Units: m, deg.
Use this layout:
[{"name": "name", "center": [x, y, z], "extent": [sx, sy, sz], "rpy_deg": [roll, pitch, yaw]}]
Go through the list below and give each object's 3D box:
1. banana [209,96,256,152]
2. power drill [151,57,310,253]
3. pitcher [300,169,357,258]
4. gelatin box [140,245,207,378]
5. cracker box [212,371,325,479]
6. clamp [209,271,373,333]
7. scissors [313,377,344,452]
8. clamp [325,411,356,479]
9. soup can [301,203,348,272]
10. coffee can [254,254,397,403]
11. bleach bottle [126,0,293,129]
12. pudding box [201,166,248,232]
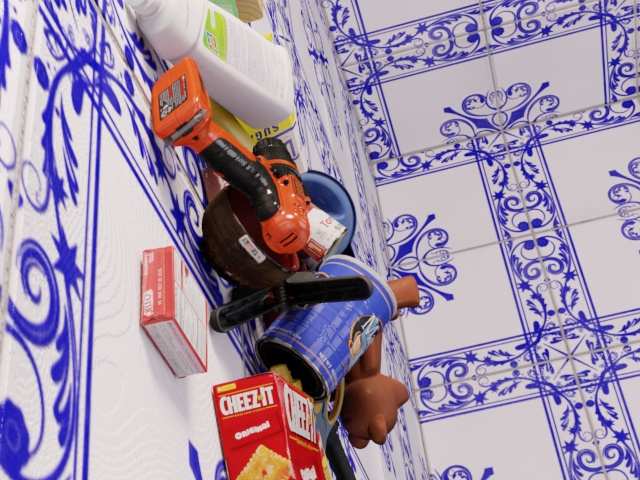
[{"name": "banana", "center": [-0.088, -0.112, 1.218], "extent": [0.197, 0.037, 0.069], "rpy_deg": [51, 35, -25]}, {"name": "power drill", "center": [-0.084, -0.092, 1.052], "extent": [0.187, 0.057, 0.184], "rpy_deg": [43, 17, -31]}, {"name": "pitcher", "center": [-0.020, -0.045, 1.505], "extent": [0.243, 0.145, 0.149], "rpy_deg": [-64, 152, -84]}, {"name": "gelatin box", "center": [-0.119, 0.059, 0.873], "extent": [0.089, 0.030, 0.073], "rpy_deg": [67, 13, -50]}, {"name": "cracker box", "center": [-0.033, 0.246, 1.021], "extent": [0.164, 0.072, 0.214], "rpy_deg": [57, 20, -70]}, {"name": "clamp", "center": [-0.033, 0.055, 1.130], "extent": [0.210, 0.164, 0.036], "rpy_deg": [-127, -154, -84]}, {"name": "scissors", "center": [-0.011, 0.236, 1.251], "extent": [0.096, 0.016, 0.201], "rpy_deg": [47, 50, -47]}, {"name": "clamp", "center": [0.003, 0.245, 1.438], "extent": [0.120, 0.039, 0.171], "rpy_deg": [-118, -175, -56]}, {"name": "soup can", "center": [-0.025, -0.015, 1.321], "extent": [0.102, 0.068, 0.068], "rpy_deg": [36, 4, 7]}, {"name": "coffee can", "center": [0.007, 0.100, 1.216], "extent": [0.140, 0.103, 0.103], "rpy_deg": [-48, 138, -29]}, {"name": "bleach bottle", "center": [-0.116, -0.206, 1.114], "extent": [0.250, 0.068, 0.102], "rpy_deg": [32, 46, -57]}, {"name": "pudding box", "center": [-0.094, -0.022, 1.180], "extent": [0.090, 0.039, 0.113], "rpy_deg": [48, 29, -76]}]
